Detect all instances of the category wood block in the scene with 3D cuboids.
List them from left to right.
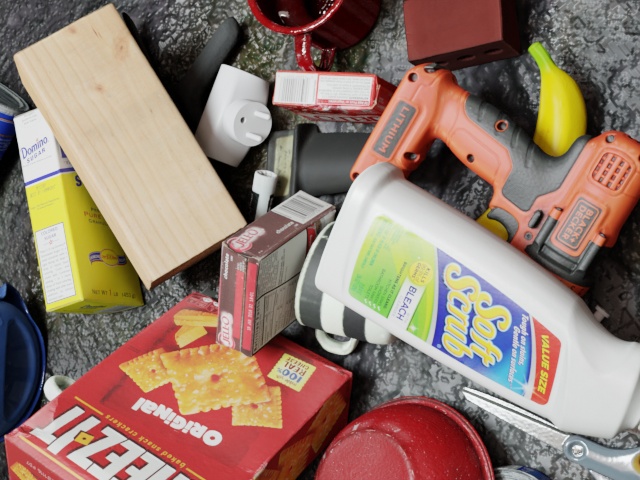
[{"bbox_3d":[-0.154,-0.072,0.869,0.090,0.091,0.206,-32,90,-12],"label":"wood block"}]

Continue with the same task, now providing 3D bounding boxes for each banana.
[{"bbox_3d":[0.149,-0.045,0.800,0.070,0.037,0.198,29,101,22],"label":"banana"}]

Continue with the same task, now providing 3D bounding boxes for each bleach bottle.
[{"bbox_3d":[0.123,0.048,0.705,0.251,0.068,0.103,30,116,17],"label":"bleach bottle"}]

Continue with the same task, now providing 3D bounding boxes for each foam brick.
[{"bbox_3d":[0.110,-0.164,0.824,0.078,0.052,0.051,-9,81,25],"label":"foam brick"}]

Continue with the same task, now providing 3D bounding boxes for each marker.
[{"bbox_3d":[-0.056,0.001,0.884,0.020,0.020,0.121,23,113,25],"label":"marker"}]

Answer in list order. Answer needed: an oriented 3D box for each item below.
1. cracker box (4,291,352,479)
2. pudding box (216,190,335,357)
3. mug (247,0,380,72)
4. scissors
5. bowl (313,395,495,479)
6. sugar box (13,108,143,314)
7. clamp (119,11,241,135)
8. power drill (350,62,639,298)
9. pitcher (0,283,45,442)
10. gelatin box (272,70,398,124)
[{"bbox_3d":[-0.102,0.143,0.807,0.164,0.213,0.072,26,132,25],"label":"cracker box"},{"bbox_3d":[-0.034,0.024,0.823,0.039,0.113,0.090,23,124,25],"label":"pudding box"},{"bbox_3d":[-0.002,-0.190,0.862,0.093,0.081,0.117,-3,83,25],"label":"mug"},{"bbox_3d":[0.191,0.172,0.771,0.202,0.016,0.096,8,88,26],"label":"scissors"},{"bbox_3d":[0.047,0.190,0.788,0.162,0.055,0.162,-18,62,36],"label":"bowl"},{"bbox_3d":[-0.211,-0.025,0.938,0.048,0.093,0.176,-16,79,22],"label":"sugar box"},{"bbox_3d":[-0.143,-0.124,0.945,0.120,0.039,0.171,16,92,24],"label":"clamp"},{"bbox_3d":[0.117,-0.026,0.763,0.188,0.057,0.184,34,105,17],"label":"power drill"},{"bbox_3d":[-0.390,0.119,0.987,0.243,0.149,0.145,3,110,29],"label":"pitcher"},{"bbox_3d":[0.017,-0.112,0.850,0.089,0.073,0.030,6,88,25],"label":"gelatin box"}]
